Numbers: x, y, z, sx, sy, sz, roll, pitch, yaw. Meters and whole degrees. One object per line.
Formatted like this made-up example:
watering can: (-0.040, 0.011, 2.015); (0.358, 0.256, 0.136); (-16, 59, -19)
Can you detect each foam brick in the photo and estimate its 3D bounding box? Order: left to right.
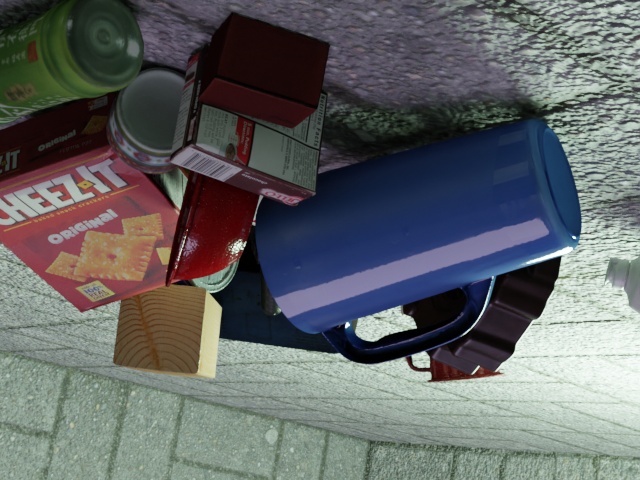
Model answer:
foam brick: (-0.042, -0.120, 0.763); (0.078, 0.051, 0.053); (15, 165, -19)

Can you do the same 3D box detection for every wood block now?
wood block: (-0.166, 0.104, 1.192); (0.090, 0.091, 0.206); (6, 172, 0)

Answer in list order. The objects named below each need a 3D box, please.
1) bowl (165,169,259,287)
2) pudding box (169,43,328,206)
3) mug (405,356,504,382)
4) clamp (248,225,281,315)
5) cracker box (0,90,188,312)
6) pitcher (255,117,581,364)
bowl: (-0.084, -0.034, 0.886); (0.055, 0.162, 0.162); (15, 164, -10)
pudding box: (-0.052, -0.087, 0.814); (0.113, 0.090, 0.039); (20, 155, -30)
mug: (0.159, 0.127, 1.289); (0.117, 0.081, 0.093); (-6, 173, 9)
clamp: (-0.057, 0.001, 1.135); (0.039, 0.120, 0.172); (-19, 163, -19)
cracker box: (-0.207, -0.027, 0.989); (0.164, 0.072, 0.213); (-17, 144, 13)
pitcher: (0.083, -0.004, 0.863); (0.243, 0.145, 0.149); (-16, 143, 25)
